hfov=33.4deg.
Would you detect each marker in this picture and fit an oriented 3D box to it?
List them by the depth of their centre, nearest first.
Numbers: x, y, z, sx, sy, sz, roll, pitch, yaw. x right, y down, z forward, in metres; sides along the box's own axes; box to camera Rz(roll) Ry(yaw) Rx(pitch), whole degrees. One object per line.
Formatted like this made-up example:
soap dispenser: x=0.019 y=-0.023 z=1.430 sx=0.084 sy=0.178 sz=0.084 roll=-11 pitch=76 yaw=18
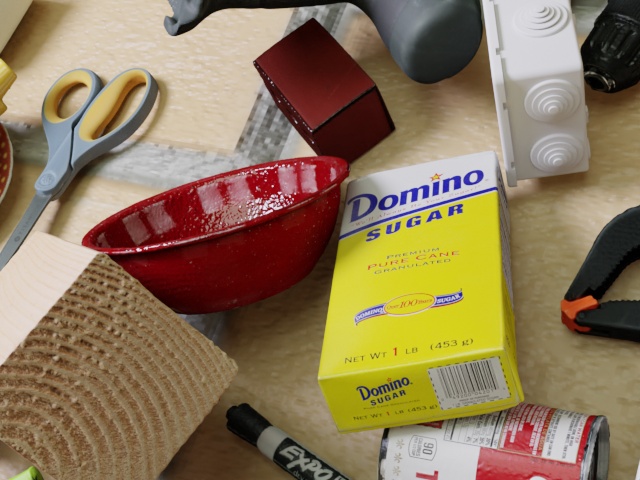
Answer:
marker: x=-0.007 y=0.126 z=0.590 sx=0.121 sy=0.020 sz=0.020 roll=30 pitch=76 yaw=30

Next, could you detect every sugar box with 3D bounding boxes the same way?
sugar box: x=0.055 y=0.020 z=0.569 sx=0.093 sy=0.048 sz=0.176 roll=-11 pitch=36 yaw=14

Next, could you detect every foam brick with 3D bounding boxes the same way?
foam brick: x=0.002 y=-0.093 z=0.685 sx=0.051 sy=0.053 sz=0.078 roll=-36 pitch=57 yaw=-2

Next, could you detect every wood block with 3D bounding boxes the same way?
wood block: x=-0.131 y=0.060 z=0.564 sx=0.090 sy=0.090 sz=0.206 roll=-52 pitch=19 yaw=-12

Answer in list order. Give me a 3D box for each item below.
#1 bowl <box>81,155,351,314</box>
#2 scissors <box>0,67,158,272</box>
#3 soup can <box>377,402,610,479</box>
bowl: x=-0.054 y=0.001 z=0.625 sx=0.162 sy=0.055 sz=0.162 roll=-14 pitch=15 yaw=4
scissors: x=-0.196 y=-0.052 z=0.750 sx=0.096 sy=0.016 sz=0.201 roll=30 pitch=72 yaw=34
soup can: x=0.087 y=0.113 z=0.534 sx=0.102 sy=0.068 sz=0.068 roll=6 pitch=65 yaw=23
